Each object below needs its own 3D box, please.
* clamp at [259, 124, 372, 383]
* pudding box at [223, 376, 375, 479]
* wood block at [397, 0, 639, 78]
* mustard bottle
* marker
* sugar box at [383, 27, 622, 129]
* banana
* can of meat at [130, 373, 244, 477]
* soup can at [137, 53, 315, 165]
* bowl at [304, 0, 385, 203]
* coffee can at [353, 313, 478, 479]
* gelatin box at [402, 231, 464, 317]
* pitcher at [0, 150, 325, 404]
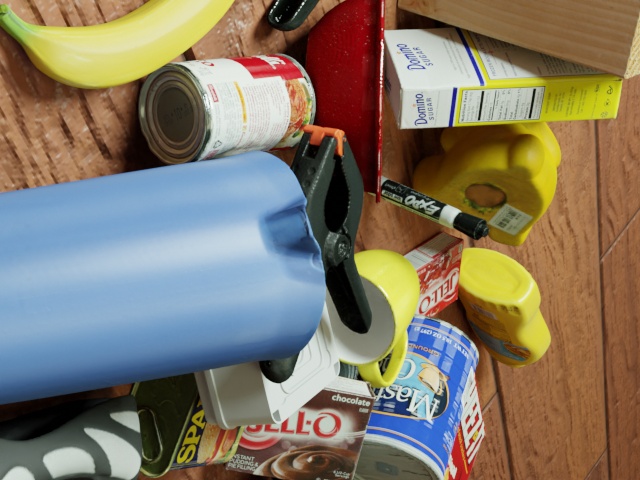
[{"bbox_3d":[0.006,0.006,0.737,0.120,0.039,0.171,-15,116,-62],"label":"clamp"},{"bbox_3d":[-0.019,0.155,0.901,0.113,0.039,0.090,11,108,-12],"label":"pudding box"},{"bbox_3d":[0.172,-0.204,0.824,0.090,0.206,0.091,-26,131,-43],"label":"wood block"},{"bbox_3d":[0.201,0.086,1.156,0.058,0.096,0.191,-52,145,-18],"label":"mustard bottle"},{"bbox_3d":[0.091,-0.029,0.908,0.020,0.121,0.020,-32,135,-39],"label":"marker"},{"bbox_3d":[0.141,-0.132,0.851,0.176,0.093,0.048,-5,130,-4],"label":"sugar box"},{"bbox_3d":[-0.102,-0.139,0.649,0.197,0.037,0.070,-35,138,-36],"label":"banana"},{"bbox_3d":[-0.097,0.125,0.815,0.083,0.058,0.102,10,103,-58],"label":"can of meat"},{"bbox_3d":[-0.062,-0.088,0.711,0.102,0.069,0.068,-16,124,-48],"label":"soup can"},{"bbox_3d":[0.019,-0.108,0.779,0.162,0.055,0.162,2,89,-86],"label":"bowl"},{"bbox_3d":[0.082,0.154,0.996,0.103,0.103,0.140,71,33,-47],"label":"coffee can"},{"bbox_3d":[0.105,0.041,1.055,0.089,0.030,0.073,-29,133,-41],"label":"gelatin box"},{"bbox_3d":[-0.132,0.028,0.622,0.242,0.145,0.149,-9,125,-35],"label":"pitcher"}]
